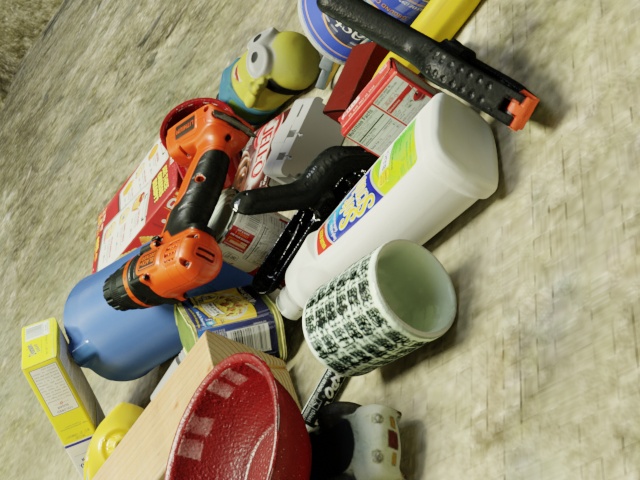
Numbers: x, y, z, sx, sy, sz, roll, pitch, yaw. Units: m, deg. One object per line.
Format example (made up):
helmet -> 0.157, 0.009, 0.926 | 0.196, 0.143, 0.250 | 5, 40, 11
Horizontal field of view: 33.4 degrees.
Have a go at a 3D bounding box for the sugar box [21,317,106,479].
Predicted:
sugar box -> -0.282, 0.182, 1.203 | 0.048, 0.176, 0.093 | -19, 28, -5

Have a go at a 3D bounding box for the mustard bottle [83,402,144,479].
mustard bottle -> -0.206, 0.214, 1.084 | 0.192, 0.058, 0.096 | 134, 157, -71

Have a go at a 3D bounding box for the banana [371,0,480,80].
banana -> 0.112, -0.213, 0.982 | 0.037, 0.069, 0.198 | 47, 120, 20

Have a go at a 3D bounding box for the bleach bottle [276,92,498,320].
bleach bottle -> 0.042, -0.007, 0.897 | 0.251, 0.068, 0.102 | -46, 23, 35

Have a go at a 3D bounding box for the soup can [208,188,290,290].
soup can -> -0.057, 0.001, 1.029 | 0.069, 0.102, 0.068 | -44, 30, 34

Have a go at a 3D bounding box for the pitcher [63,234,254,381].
pitcher -> -0.161, 0.054, 1.166 | 0.243, 0.144, 0.149 | -29, 52, 44

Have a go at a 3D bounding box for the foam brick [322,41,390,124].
foam brick -> 0.048, -0.148, 1.042 | 0.078, 0.053, 0.051 | -64, 25, -7

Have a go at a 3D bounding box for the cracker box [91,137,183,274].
cracker box -> -0.221, -0.034, 1.420 | 0.214, 0.072, 0.164 | -46, 30, 28

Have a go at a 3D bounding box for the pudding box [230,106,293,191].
pudding box -> -0.057, -0.083, 1.193 | 0.090, 0.039, 0.113 | -27, 41, 50

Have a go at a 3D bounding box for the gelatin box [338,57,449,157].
gelatin box -> 0.072, -0.102, 0.905 | 0.073, 0.089, 0.030 | -49, 27, 26

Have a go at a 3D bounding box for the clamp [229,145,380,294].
clamp -> -0.009, -0.026, 0.978 | 0.039, 0.171, 0.120 | 41, 146, 32

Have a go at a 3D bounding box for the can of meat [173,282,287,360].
can of meat -> -0.087, 0.083, 1.004 | 0.102, 0.083, 0.057 | -138, 39, -65

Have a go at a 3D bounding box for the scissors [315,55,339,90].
scissors -> 0.036, -0.245, 1.203 | 0.201, 0.016, 0.096 | -63, -1, -40

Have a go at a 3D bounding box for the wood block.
wood block -> -0.116, 0.193, 0.949 | 0.206, 0.090, 0.090 | -52, 32, 20

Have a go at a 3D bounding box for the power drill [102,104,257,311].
power drill -> -0.136, -0.025, 1.018 | 0.185, 0.057, 0.187 | -19, 51, 50

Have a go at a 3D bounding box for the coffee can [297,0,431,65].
coffee can -> 0.057, -0.252, 1.072 | 0.141, 0.102, 0.102 | -29, 40, 50

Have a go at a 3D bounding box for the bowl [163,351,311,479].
bowl -> -0.054, 0.166, 0.778 | 0.162, 0.055, 0.162 | -39, 40, 42

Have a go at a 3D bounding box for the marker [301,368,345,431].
marker -> 0.012, 0.112, 0.882 | 0.121, 0.020, 0.020 | -61, 25, 1

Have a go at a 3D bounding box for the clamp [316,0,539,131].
clamp -> 0.094, -0.145, 0.856 | 0.036, 0.164, 0.210 | -63, 33, 17

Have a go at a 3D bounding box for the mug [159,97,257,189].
mug -> -0.126, -0.112, 1.284 | 0.081, 0.117, 0.093 | 75, -171, -56
